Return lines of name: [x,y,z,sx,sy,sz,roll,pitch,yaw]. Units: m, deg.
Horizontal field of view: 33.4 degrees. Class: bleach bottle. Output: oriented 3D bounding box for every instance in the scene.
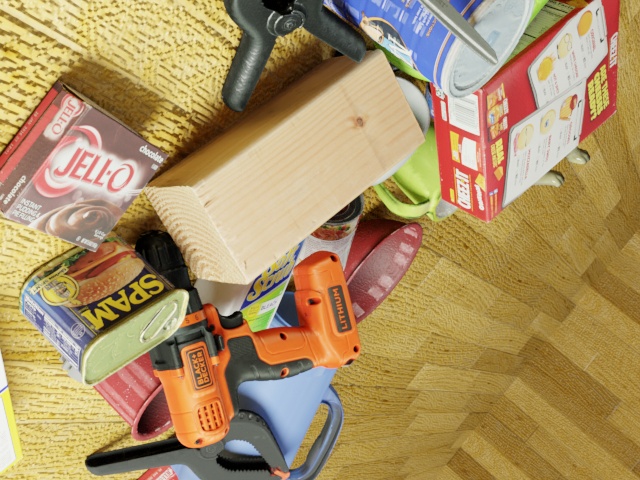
bleach bottle: [-0.057,0.001,0.997,0.102,0.068,0.251,-16,138,-52]

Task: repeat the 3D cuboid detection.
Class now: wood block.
wood block: [-0.026,-0.062,0.864,0.205,0.090,0.091,-39,112,-26]

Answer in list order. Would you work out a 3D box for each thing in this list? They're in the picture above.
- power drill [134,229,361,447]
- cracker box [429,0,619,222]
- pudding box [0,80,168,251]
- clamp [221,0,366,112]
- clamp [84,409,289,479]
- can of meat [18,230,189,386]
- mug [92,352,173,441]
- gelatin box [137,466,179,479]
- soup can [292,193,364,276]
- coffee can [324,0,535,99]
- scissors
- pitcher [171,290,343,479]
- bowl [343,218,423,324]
power drill: [-0.064,0.065,0.923,0.187,0.184,0.057,-16,-175,-31]
cracker box: [0.202,-0.145,1.041,0.213,0.072,0.164,-40,140,-25]
pudding box: [-0.165,-0.047,0.724,0.090,0.039,0.113,-51,159,3]
clamp: [-0.036,-0.161,0.779,0.120,0.039,0.171,-33,147,-2]
clamp: [-0.127,0.212,1.108,0.209,0.036,0.165,35,103,-29]
can of meat: [-0.167,0.049,0.821,0.101,0.084,0.057,-33,153,-37]
mug: [-0.153,0.109,0.955,0.093,0.081,0.117,-10,136,-59]
gelatin box: [-0.201,0.305,1.264,0.073,0.030,0.089,-39,157,-27]
soup can: [0.002,-0.010,1.084,0.068,0.068,0.102,-35,155,-33]
coffee can: [0.080,-0.191,0.830,0.102,0.140,0.103,-41,157,-22]
scissors: [0.057,-0.209,0.739,0.096,0.201,0.016,-68,-162,-12]
pitcher: [-0.055,0.183,1.205,0.149,0.145,0.243,-15,137,-58]
bowl: [0.048,0.029,1.259,0.162,0.055,0.162,-42,158,-22]
